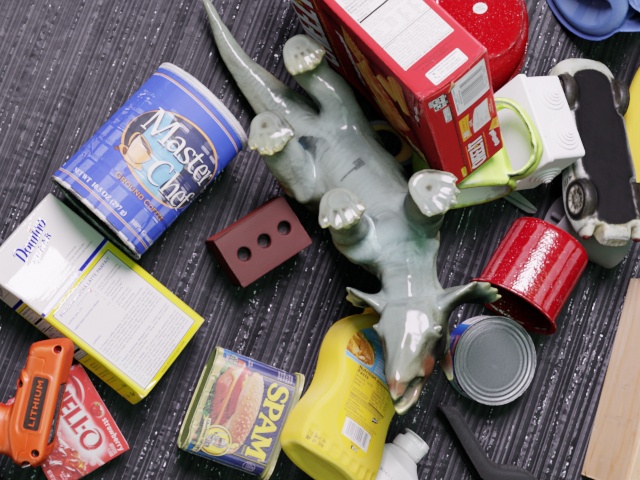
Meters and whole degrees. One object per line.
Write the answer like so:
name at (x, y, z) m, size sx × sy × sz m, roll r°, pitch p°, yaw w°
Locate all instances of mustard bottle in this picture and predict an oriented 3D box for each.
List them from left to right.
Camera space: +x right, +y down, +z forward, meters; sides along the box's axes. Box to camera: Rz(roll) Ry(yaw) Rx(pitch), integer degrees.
mustard bottle at (0.036, 0.126, 0.970) m, size 0.096 × 0.058 × 0.191 m, roll 42°, pitch 54°, yaw -25°

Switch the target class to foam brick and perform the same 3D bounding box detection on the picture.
foam brick at (-0.056, 0.001, 0.972) m, size 0.078 × 0.051 × 0.053 m, roll -34°, pitch 98°, yaw -14°

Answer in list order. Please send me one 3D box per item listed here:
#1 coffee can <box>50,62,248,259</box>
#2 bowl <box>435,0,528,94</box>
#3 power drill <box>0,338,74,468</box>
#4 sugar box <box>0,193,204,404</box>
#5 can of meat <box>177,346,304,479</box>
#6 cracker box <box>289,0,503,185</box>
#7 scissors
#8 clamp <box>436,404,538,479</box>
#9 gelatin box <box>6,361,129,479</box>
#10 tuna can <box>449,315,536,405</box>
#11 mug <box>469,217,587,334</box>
coffee can at (-0.147, -0.069, 0.923) m, size 0.102 × 0.103 × 0.140 m, roll 44°, pitch 79°, yaw -10°
bowl at (0.140, -0.212, 1.021) m, size 0.162 × 0.055 × 0.162 m, roll 2°, pitch 83°, yaw -19°
power drill at (-0.299, 0.101, 0.860) m, size 0.187 × 0.057 × 0.184 m, roll 10°, pitch 87°, yaw -2°
sugar box at (-0.198, 0.052, 0.926) m, size 0.176 × 0.048 × 0.093 m, roll 40°, pitch 60°, yaw -8°
can of meat at (-0.073, 0.154, 0.962) m, size 0.084 × 0.057 × 0.102 m, roll 22°, pitch 82°, yaw -11°
cracker box at (0.056, -0.163, 0.901) m, size 0.072 × 0.164 × 0.214 m, roll -39°, pitch 64°, yaw -3°
scissors at (0.116, -0.071, 1.039) m, size 0.096 × 0.016 × 0.201 m, roll -44°, pitch 99°, yaw -10°
clamp at (0.151, 0.252, 1.029) m, size 0.171 × 0.039 × 0.120 m, roll 37°, pitch 86°, yaw -4°
gelatin box at (-0.221, 0.162, 0.934) m, size 0.073 × 0.030 × 0.089 m, roll -29°, pitch 96°, yaw -14°
tuna can at (0.163, 0.116, 1.037) m, size 0.086 × 0.034 × 0.086 m, roll 0°, pitch 89°, yaw -15°
mug at (0.209, 0.038, 1.031) m, size 0.081 × 0.093 × 0.117 m, roll -57°, pitch 133°, yaw -15°
